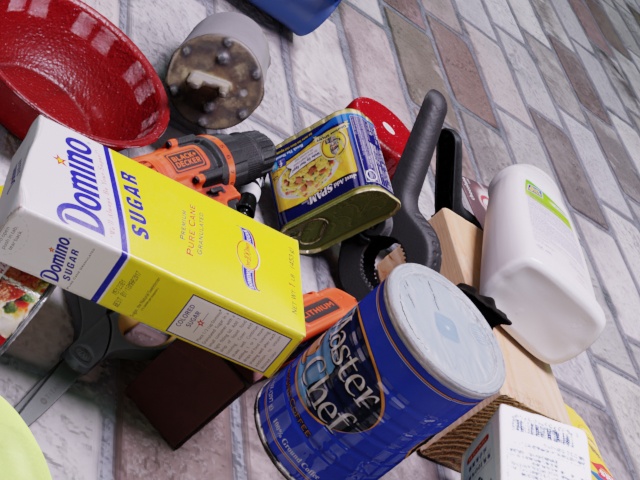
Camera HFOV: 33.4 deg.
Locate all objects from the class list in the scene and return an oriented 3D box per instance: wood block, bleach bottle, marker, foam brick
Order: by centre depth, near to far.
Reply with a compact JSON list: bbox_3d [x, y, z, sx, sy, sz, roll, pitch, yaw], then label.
[{"bbox_3d":[-0.071,0.081,0.658,0.051,0.078,0.052,49,31,3],"label":"foam brick"},{"bbox_3d":[0.124,0.086,0.899,0.090,0.091,0.206,28,33,-32],"label":"wood block"},{"bbox_3d":[-0.056,-0.051,0.907,0.020,0.020,0.121,37,30,-16],"label":"marker"},{"bbox_3d":[0.190,0.000,0.938,0.102,0.068,0.250,41,26,-11],"label":"bleach bottle"}]

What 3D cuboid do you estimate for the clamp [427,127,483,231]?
[{"bbox_3d":[0.118,-0.019,1.002,0.039,0.120,0.171,31,-14,47],"label":"clamp"}]

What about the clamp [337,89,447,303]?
[{"bbox_3d":[0.059,-0.018,0.901,0.036,0.165,0.210,22,45,-55],"label":"clamp"}]

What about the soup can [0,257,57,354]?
[{"bbox_3d":[-0.201,0.013,0.582,0.102,0.069,0.068,39,29,-12],"label":"soup can"}]

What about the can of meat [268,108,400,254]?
[{"bbox_3d":[0.007,-0.049,0.886,0.057,0.102,0.084,29,41,-52],"label":"can of meat"}]

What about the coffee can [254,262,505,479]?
[{"bbox_3d":[0.038,0.097,0.717,0.102,0.140,0.103,33,31,-23],"label":"coffee can"}]

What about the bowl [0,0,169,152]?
[{"bbox_3d":[-0.190,-0.112,0.768,0.162,0.055,0.162,33,31,-23],"label":"bowl"}]

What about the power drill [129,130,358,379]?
[{"bbox_3d":[-0.055,0.001,0.791,0.188,0.057,0.184,50,38,13],"label":"power drill"}]

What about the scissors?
[{"bbox_3d":[-0.154,0.055,0.646,0.096,0.016,0.201,50,29,10],"label":"scissors"}]

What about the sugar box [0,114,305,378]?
[{"bbox_3d":[-0.093,0.003,0.606,0.176,0.048,0.093,28,29,-24],"label":"sugar box"}]

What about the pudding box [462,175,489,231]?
[{"bbox_3d":[0.185,-0.010,1.155,0.089,0.039,0.113,18,39,-40],"label":"pudding box"}]

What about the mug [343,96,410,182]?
[{"bbox_3d":[0.036,-0.073,0.993,0.093,0.082,0.117,35,30,-20],"label":"mug"}]
